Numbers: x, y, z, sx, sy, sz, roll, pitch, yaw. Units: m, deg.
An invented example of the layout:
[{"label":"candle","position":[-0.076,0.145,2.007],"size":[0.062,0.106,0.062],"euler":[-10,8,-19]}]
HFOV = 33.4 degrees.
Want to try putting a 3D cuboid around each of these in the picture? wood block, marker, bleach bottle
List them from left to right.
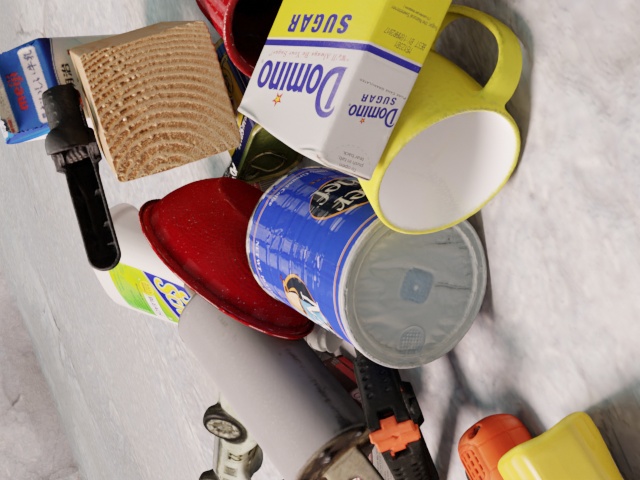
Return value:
[{"label":"wood block","position":[-0.130,-0.111,0.805],"size":[0.206,0.090,0.091],"euler":[-143,36,-72]},{"label":"bleach bottle","position":[-0.090,0.043,0.936],"size":[0.251,0.068,0.102],"euler":[16,141,33]},{"label":"marker","position":[-0.069,-0.072,0.946],"size":[0.020,0.020,0.121],"euler":[65,156,13]}]

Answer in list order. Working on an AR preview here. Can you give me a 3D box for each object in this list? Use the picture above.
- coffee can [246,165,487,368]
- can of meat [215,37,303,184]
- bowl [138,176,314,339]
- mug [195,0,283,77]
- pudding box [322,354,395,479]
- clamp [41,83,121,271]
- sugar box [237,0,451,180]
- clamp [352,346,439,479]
[{"label":"coffee can","position":[0.026,0.013,0.697],"size":[0.140,0.102,0.103],"euler":[26,131,59]},{"label":"can of meat","position":[-0.049,-0.105,0.830],"size":[0.084,0.057,0.102],"euler":[64,156,18]},{"label":"bowl","position":[-0.055,0.001,0.808],"size":[0.055,0.161,0.162],"euler":[-52,50,16]},{"label":"mug","position":[-0.032,-0.174,0.711],"size":[0.082,0.093,0.117],"euler":[53,126,45]},{"label":"pudding box","position":[0.031,0.163,0.882],"size":[0.090,0.039,0.113],"euler":[33,137,54]},{"label":"clamp","position":[-0.182,-0.057,0.806],"size":[0.171,0.039,0.120],"euler":[-114,16,-59]},{"label":"sugar box","position":[0.024,-0.129,0.557],"size":[0.093,0.048,0.176],"euler":[37,105,52]},{"label":"clamp","position":[0.053,0.124,0.729],"size":[0.210,0.036,0.164],"euler":[-85,-27,-84]}]
